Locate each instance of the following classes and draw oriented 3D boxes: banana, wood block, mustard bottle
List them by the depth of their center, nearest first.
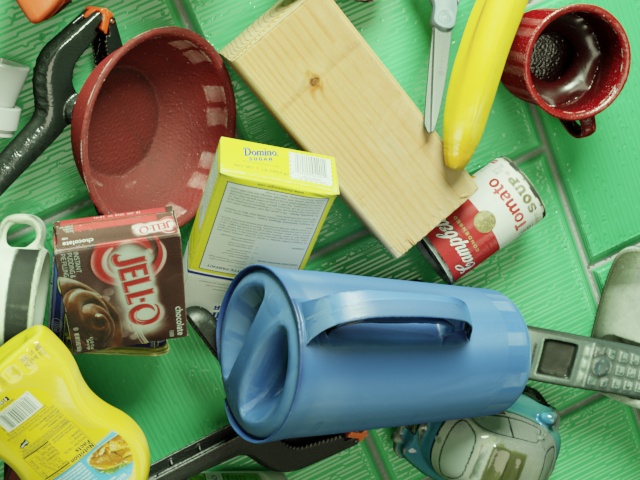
[{"bbox_3d":[-0.187,0.161,0.815,0.096,0.058,0.191,-38,109,3],"label":"mustard bottle"},{"bbox_3d":[0.135,-0.151,0.840,0.197,0.037,0.069,-66,150,-22],"label":"banana"},{"bbox_3d":[0.023,-0.097,0.862,0.091,0.090,0.206,-40,109,1],"label":"wood block"}]

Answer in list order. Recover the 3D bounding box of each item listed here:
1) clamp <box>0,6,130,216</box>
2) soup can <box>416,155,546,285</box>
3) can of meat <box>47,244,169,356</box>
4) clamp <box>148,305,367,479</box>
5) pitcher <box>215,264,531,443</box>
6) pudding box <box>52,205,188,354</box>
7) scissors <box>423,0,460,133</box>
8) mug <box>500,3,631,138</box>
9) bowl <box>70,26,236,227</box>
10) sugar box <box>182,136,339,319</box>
[{"bbox_3d":[-0.186,-0.094,0.837,0.120,0.039,0.171,23,91,-50],"label":"clamp"},{"bbox_3d":[0.133,-0.017,0.918,0.102,0.068,0.068,-35,109,-3],"label":"soup can"},{"bbox_3d":[-0.172,0.045,0.873,0.102,0.057,0.084,4,101,-13],"label":"can of meat"},{"bbox_3d":[-0.051,0.140,0.911,0.209,0.036,0.164,7,103,-28],"label":"clamp"},{"bbox_3d":[0.052,0.086,0.844,0.242,0.149,0.145,3,108,-32],"label":"pitcher"},{"bbox_3d":[-0.148,0.030,0.800,0.090,0.039,0.113,-8,136,-11],"label":"pudding box"},{"bbox_3d":[0.083,-0.189,0.849,0.096,0.016,0.201,26,71,-4],"label":"scissors"},{"bbox_3d":[0.202,-0.141,0.894,0.093,0.081,0.117,-26,108,-5],"label":"mug"},{"bbox_3d":[-0.138,-0.087,0.823,0.161,0.055,0.162,-26,124,-46],"label":"bowl"},{"bbox_3d":[-0.056,0.001,0.848,0.093,0.048,0.176,10,138,-15],"label":"sugar box"}]
